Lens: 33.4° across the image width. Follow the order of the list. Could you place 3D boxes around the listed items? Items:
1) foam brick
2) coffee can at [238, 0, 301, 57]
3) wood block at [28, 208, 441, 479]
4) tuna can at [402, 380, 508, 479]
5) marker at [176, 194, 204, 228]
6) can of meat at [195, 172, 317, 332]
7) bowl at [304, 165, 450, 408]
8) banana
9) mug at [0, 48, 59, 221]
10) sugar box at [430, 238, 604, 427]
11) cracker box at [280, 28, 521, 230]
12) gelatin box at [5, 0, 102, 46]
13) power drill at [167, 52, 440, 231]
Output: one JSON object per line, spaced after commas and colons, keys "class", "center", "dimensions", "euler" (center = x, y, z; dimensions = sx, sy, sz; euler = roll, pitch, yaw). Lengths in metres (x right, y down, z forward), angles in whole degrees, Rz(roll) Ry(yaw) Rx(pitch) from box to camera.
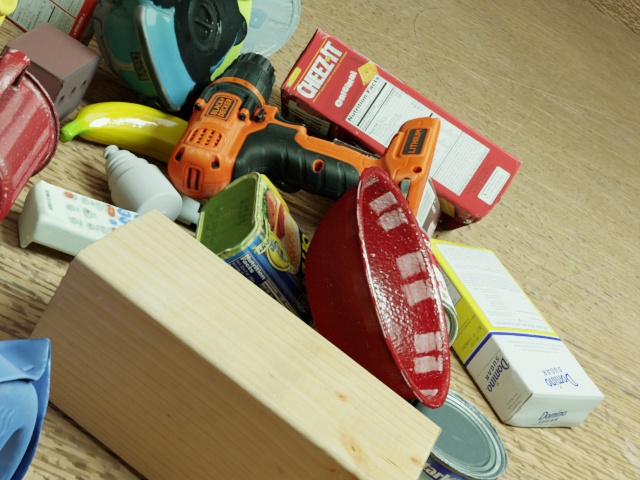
{"class": "foam brick", "center": [-0.208, -0.122, 0.800], "dimensions": [0.051, 0.053, 0.078], "euler": [32, 26, -4]}
{"class": "coffee can", "center": [-0.097, -0.269, 1.126], "dimensions": [0.102, 0.103, 0.140], "euler": [9, 35, -42]}
{"class": "wood block", "center": [-0.049, 0.087, 0.583], "dimensions": [0.206, 0.091, 0.090], "euler": [37, 26, 6]}
{"class": "tuna can", "center": [0.081, 0.136, 0.714], "dimensions": [0.086, 0.034, 0.086], "euler": [27, 27, -15]}
{"class": "marker", "center": [-0.055, 0.001, 0.806], "dimensions": [0.121, 0.020, 0.020], "euler": [28, 26, -13]}
{"class": "can of meat", "center": [-0.040, 0.014, 0.721], "dimensions": [0.084, 0.057, 0.102], "euler": [54, 17, -26]}
{"class": "bowl", "center": [0.033, 0.036, 0.697], "dimensions": [0.162, 0.055, 0.162], "euler": [-17, 90, -71]}
{"class": "banana", "center": [-0.113, -0.066, 0.841], "dimensions": [0.197, 0.037, 0.069], "euler": [19, 48, -26]}
{"class": "mug", "center": [-0.206, -0.062, 0.633], "dimensions": [0.093, 0.117, 0.081], "euler": [34, 30, -16]}
{"class": "sugar box", "center": [0.148, 0.076, 0.886], "dimensions": [0.093, 0.048, 0.176], "euler": [9, 38, -38]}
{"class": "cracker box", "center": [0.066, -0.095, 0.990], "dimensions": [0.213, 0.072, 0.164], "euler": [33, -3, -1]}
{"class": "gelatin box", "center": [-0.226, -0.207, 0.902], "dimensions": [0.089, 0.073, 0.030], "euler": [37, 25, 8]}
{"class": "power drill", "center": [-0.006, -0.078, 0.816], "dimensions": [0.188, 0.057, 0.184], "euler": [12, 39, 6]}
